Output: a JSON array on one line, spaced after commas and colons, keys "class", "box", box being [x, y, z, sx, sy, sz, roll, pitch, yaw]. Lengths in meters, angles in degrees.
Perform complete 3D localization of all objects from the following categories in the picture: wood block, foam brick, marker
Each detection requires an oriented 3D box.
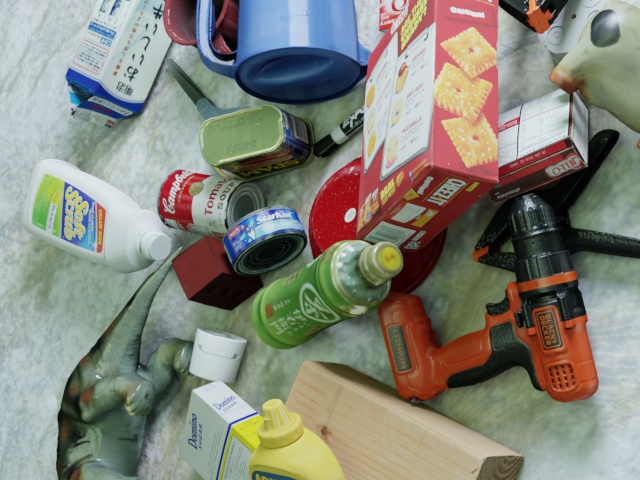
[{"class": "wood block", "box": [0.068, 0.194, 0.988, 0.206, 0.090, 0.091, 24, 94, 34]}, {"class": "foam brick", "box": [-0.110, 0.036, 1.147, 0.053, 0.078, 0.051, -37, 61, 21]}, {"class": "marker", "box": [0.039, -0.126, 1.118, 0.121, 0.020, 0.020, -37, 62, 22]}]

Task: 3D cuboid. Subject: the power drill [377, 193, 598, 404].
[{"class": "power drill", "box": [0.146, 0.065, 0.966, 0.188, 0.057, 0.184, -16, 83, 34]}]

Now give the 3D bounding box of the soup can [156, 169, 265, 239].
[{"class": "soup can", "box": [-0.121, -0.038, 1.176, 0.102, 0.068, 0.068, 11, 86, 34]}]

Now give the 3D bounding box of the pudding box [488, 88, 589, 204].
[{"class": "pudding box", "box": [0.193, -0.088, 0.961, 0.090, 0.039, 0.113, -22, 27, 27]}]

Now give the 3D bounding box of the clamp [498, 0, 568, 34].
[{"class": "clamp", "box": [0.211, -0.276, 0.991, 0.165, 0.036, 0.210, -23, 43, 25]}]

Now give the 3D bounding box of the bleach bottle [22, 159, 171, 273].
[{"class": "bleach bottle", "box": [-0.253, -0.025, 1.233, 0.251, 0.067, 0.102, 17, 91, 46]}]

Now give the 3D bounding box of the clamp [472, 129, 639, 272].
[{"class": "clamp", "box": [0.215, -0.026, 0.969, 0.172, 0.039, 0.120, -15, 72, 30]}]

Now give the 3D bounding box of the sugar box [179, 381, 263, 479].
[{"class": "sugar box", "box": [-0.069, 0.229, 1.081, 0.176, 0.048, 0.093, 38, 126, 35]}]

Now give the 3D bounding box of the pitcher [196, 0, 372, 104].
[{"class": "pitcher", "box": [-0.037, -0.276, 1.132, 0.145, 0.149, 0.243, -18, 67, 39]}]

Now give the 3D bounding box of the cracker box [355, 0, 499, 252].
[{"class": "cracker box", "box": [0.099, -0.117, 0.976, 0.164, 0.072, 0.213, 132, 147, -59]}]

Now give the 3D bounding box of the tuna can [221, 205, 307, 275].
[{"class": "tuna can", "box": [-0.057, 0.001, 1.115, 0.086, 0.086, 0.034, -35, 64, 22]}]

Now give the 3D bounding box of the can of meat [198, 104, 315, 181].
[{"class": "can of meat", "box": [-0.068, -0.105, 1.133, 0.102, 0.083, 0.057, -12, 80, 19]}]

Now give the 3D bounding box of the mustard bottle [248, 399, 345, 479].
[{"class": "mustard bottle", "box": [-0.016, 0.229, 0.957, 0.096, 0.058, 0.191, 0, 113, 43]}]

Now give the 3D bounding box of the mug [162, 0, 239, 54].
[{"class": "mug", "box": [-0.113, -0.243, 1.206, 0.093, 0.081, 0.117, -38, 61, 21]}]

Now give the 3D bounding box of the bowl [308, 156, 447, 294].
[{"class": "bowl", "box": [0.044, -0.018, 1.071, 0.162, 0.055, 0.162, -8, 75, 32]}]

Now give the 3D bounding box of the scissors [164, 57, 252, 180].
[{"class": "scissors", "box": [-0.116, -0.159, 1.230, 0.096, 0.016, 0.202, -33, 63, 22]}]
